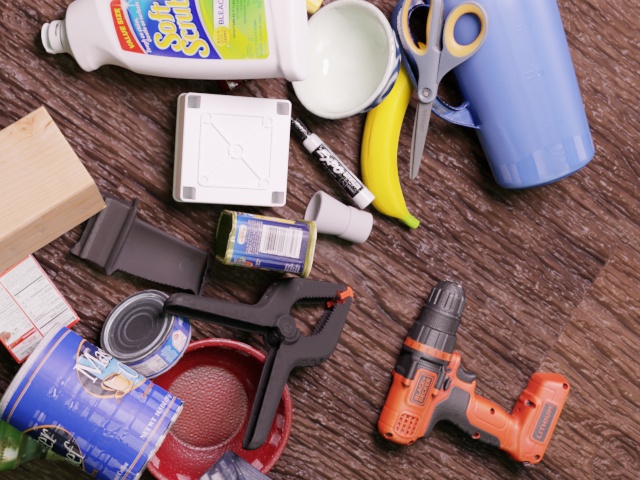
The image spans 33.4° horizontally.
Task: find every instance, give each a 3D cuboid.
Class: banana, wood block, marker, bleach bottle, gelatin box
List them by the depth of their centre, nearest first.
[{"bbox_3d":[-0.314,-0.022,0.985,0.206,0.090,0.091,-34,80,-10],"label":"wood block"},{"bbox_3d":[-0.140,-0.192,1.004,0.251,0.068,0.102,-3,93,12],"label":"bleach bottle"},{"bbox_3d":[-0.290,0.064,1.041,0.073,0.030,0.089,-37,102,-11],"label":"gelatin box"},{"bbox_3d":[0.009,-0.082,1.103,0.020,0.020,0.121,-43,92,-8],"label":"marker"},{"bbox_3d":[0.075,-0.111,1.122,0.069,0.037,0.198,-1,97,-38],"label":"banana"}]

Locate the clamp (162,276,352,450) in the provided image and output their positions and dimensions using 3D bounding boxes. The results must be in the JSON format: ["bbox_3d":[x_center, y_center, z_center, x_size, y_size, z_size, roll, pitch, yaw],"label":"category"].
[{"bbox_3d":[-0.040,0.103,1.056,0.209,0.036,0.164,-19,81,-40],"label":"clamp"}]

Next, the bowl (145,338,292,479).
[{"bbox_3d":[-0.112,0.175,1.082,0.162,0.055,0.162,-1,95,-15],"label":"bowl"}]

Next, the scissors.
[{"bbox_3d":[0.124,-0.155,1.062,0.096,0.016,0.202,1,114,21],"label":"scissors"}]

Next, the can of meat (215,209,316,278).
[{"bbox_3d":[-0.057,0.001,1.061,0.083,0.102,0.057,9,91,-13],"label":"can of meat"}]

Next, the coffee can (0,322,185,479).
[{"bbox_3d":[-0.211,0.155,0.982,0.140,0.103,0.103,33,86,-3],"label":"coffee can"}]

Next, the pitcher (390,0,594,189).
[{"bbox_3d":[0.187,-0.177,1.102,0.144,0.149,0.243,-36,109,-49],"label":"pitcher"}]

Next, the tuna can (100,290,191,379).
[{"bbox_3d":[-0.171,0.091,1.043,0.086,0.086,0.033,-43,136,-8],"label":"tuna can"}]

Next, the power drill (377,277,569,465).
[{"bbox_3d":[0.171,0.152,1.156,0.187,0.057,0.184,21,93,-13],"label":"power drill"}]
